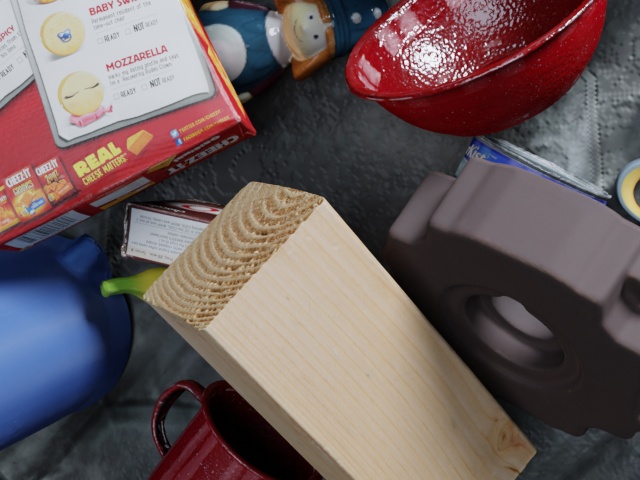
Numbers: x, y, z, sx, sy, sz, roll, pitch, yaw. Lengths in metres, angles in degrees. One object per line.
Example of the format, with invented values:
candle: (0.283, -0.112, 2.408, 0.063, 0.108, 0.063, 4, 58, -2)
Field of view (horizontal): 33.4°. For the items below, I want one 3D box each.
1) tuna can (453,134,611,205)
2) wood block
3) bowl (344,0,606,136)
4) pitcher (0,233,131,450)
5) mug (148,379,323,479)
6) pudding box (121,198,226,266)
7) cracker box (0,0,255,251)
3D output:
tuna can: (0.120, -0.030, 0.614, 0.086, 0.086, 0.034, 29, 103, 15)
wood block: (0.014, 0.074, 0.587, 0.090, 0.090, 0.206, -48, 117, -14)
bowl: (0.096, -0.108, 0.604, 0.162, 0.162, 0.055, -23, 119, 18)
pitcher: (-0.232, 0.085, 0.657, 0.145, 0.242, 0.149, -3, 98, 17)
mug: (-0.066, 0.142, 0.685, 0.117, 0.093, 0.082, 44, 109, 18)
pudding box: (-0.054, 0.001, 0.672, 0.114, 0.090, 0.039, 10, 96, 18)
cracker box: (-0.159, -0.123, 0.635, 0.164, 0.072, 0.214, -27, 85, 3)
